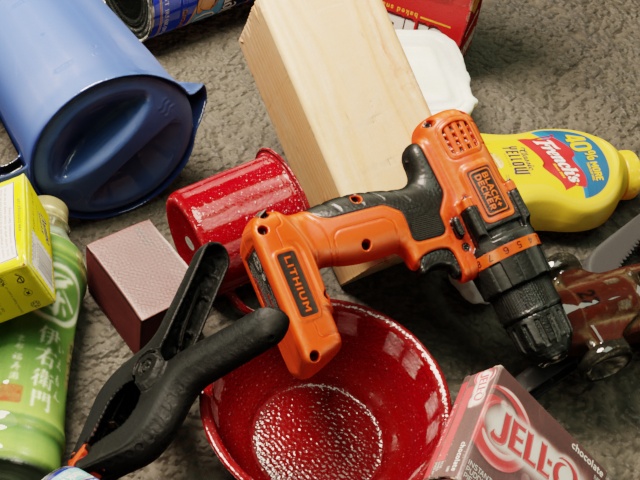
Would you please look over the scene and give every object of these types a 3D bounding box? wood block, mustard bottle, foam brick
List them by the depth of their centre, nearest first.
[{"bbox_3d":[-0.123,0.034,0.749,0.052,0.051,0.078,-25,58,-28],"label":"foam brick"},{"bbox_3d":[0.024,-0.082,0.786,0.090,0.091,0.206,-21,84,-17],"label":"wood block"},{"bbox_3d":[0.183,-0.049,0.862,0.191,0.058,0.096,-4,47,-15],"label":"mustard bottle"}]

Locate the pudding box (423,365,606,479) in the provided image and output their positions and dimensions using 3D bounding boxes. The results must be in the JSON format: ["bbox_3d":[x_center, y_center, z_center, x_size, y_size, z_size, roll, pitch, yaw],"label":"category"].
[{"bbox_3d":[0.122,0.148,0.663,0.113,0.039,0.090,46,49,-18],"label":"pudding box"}]

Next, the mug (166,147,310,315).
[{"bbox_3d":[-0.055,0.001,0.774,0.081,0.093,0.117,-24,93,-20],"label":"mug"}]

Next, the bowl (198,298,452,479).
[{"bbox_3d":[0.001,0.117,0.694,0.162,0.055,0.162,4,49,-5],"label":"bowl"}]

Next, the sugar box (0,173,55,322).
[{"bbox_3d":[-0.257,0.029,0.666,0.176,0.048,0.093,-22,40,1],"label":"sugar box"}]

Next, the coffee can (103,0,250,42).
[{"bbox_3d":[-0.120,-0.249,0.961,0.140,0.103,0.103,-28,59,-28],"label":"coffee can"}]

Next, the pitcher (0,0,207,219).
[{"bbox_3d":[-0.216,-0.135,0.837,0.149,0.145,0.243,11,32,-49],"label":"pitcher"}]

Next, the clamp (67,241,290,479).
[{"bbox_3d":[-0.097,0.077,0.674,0.171,0.039,0.120,-43,28,7],"label":"clamp"}]

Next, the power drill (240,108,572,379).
[{"bbox_3d":[0.056,0.021,0.691,0.187,0.057,0.184,-21,77,-19],"label":"power drill"}]
